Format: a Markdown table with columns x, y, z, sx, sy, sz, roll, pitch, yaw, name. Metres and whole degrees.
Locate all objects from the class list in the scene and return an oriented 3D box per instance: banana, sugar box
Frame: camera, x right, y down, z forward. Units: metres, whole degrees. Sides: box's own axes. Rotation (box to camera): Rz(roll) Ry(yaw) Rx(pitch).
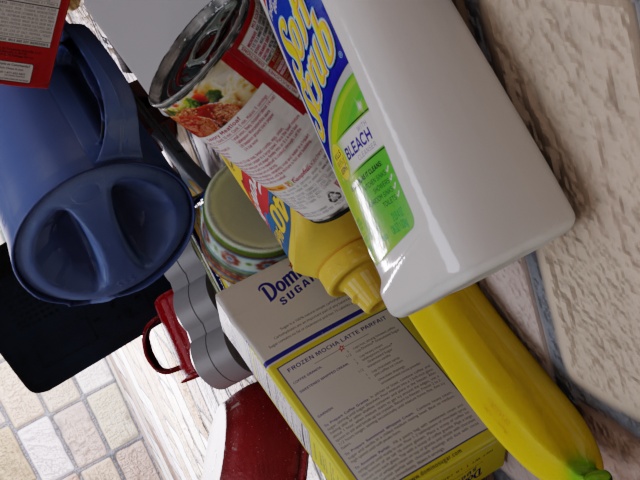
| x | y | z | sx | sy | sz | roll | pitch | yaw | name |
| --- | --- | --- | --- | --- | --- | --- | --- | --- | --- |
| 0.077 | 0.047 | 0.505 | 0.198 | 0.037 | 0.069 | 53 | 162 | 33 | banana |
| 0.020 | 0.080 | 0.630 | 0.176 | 0.093 | 0.048 | 50 | 159 | 38 | sugar box |

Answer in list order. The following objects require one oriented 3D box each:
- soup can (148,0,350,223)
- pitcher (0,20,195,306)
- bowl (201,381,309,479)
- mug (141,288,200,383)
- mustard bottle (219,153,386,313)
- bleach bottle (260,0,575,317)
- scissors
| x | y | z | sx | sy | sz | roll | pitch | yaw | name |
| --- | --- | --- | --- | --- | --- | --- | --- | --- | --- |
| -0.021 | -0.062 | 0.510 | 0.102 | 0.068 | 0.069 | 37 | 176 | -27 | soup can |
| -0.196 | -0.083 | 0.807 | 0.243 | 0.149 | 0.145 | 55 | -174 | 38 | pitcher |
| -0.054 | 0.170 | 0.793 | 0.162 | 0.055 | 0.162 | -170 | 90 | -78 | bowl |
| -0.112 | 0.082 | 0.990 | 0.081 | 0.117 | 0.093 | 66 | -167 | 6 | mug |
| -0.017 | -0.038 | 0.616 | 0.192 | 0.058 | 0.096 | 55 | 162 | 22 | mustard bottle |
| 0.010 | -0.097 | 0.446 | 0.251 | 0.068 | 0.103 | 63 | 163 | 7 | bleach bottle |
| -0.124 | -0.074 | 0.891 | 0.202 | 0.016 | 0.096 | 50 | 168 | 6 | scissors |
